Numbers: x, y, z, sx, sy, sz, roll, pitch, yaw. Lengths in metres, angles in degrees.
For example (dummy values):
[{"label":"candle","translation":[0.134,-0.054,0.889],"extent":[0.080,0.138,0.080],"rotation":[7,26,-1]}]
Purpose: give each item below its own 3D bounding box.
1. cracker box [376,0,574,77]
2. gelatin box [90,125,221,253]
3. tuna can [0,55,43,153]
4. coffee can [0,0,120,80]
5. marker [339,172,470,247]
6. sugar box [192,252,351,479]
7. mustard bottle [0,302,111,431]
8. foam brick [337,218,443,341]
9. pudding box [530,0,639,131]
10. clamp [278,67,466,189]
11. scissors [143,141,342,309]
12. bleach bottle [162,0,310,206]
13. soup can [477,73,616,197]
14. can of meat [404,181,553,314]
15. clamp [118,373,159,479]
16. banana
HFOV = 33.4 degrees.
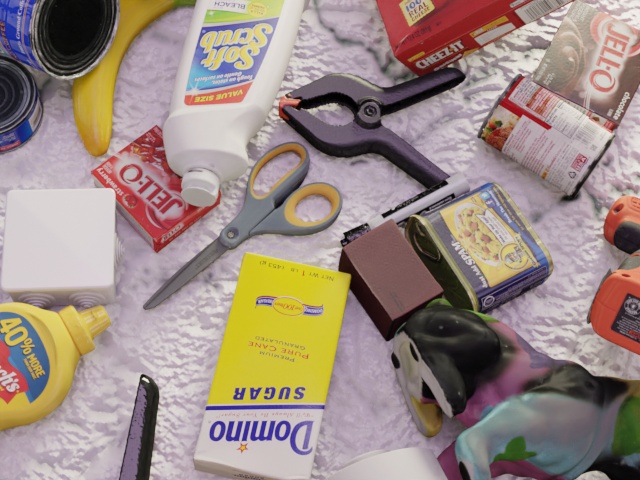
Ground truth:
[{"label":"cracker box","translation":[0.121,-0.282,0.979],"extent":[0.164,0.072,0.214],"rotation":[-25,67,24]},{"label":"gelatin box","translation":[-0.141,-0.045,0.919],"extent":[0.073,0.030,0.089],"rotation":[-39,74,-19]},{"label":"tuna can","translation":[-0.290,-0.121,0.940],"extent":[0.086,0.034,0.086],"rotation":[1,66,-3]},{"label":"coffee can","translation":[-0.260,-0.209,0.924],"extent":[0.140,0.103,0.102],"rotation":[25,66,26]},{"label":"marker","translation":[0.072,-0.023,0.919],"extent":[0.121,0.020,0.020],"rotation":[-27,70,-3]},{"label":"sugar box","translation":[-0.037,0.104,0.853],"extent":[0.093,0.048,0.176],"rotation":[11,65,1]},{"label":"mustard bottle","translation":[-0.252,0.103,0.831],"extent":[0.191,0.058,0.096],"rotation":[-28,74,-16]},{"label":"foam brick","translation":[0.057,0.033,0.887],"extent":[0.053,0.051,0.078],"rotation":[-29,71,-14]},{"label":"pudding box","translation":[0.252,-0.159,0.991],"extent":[0.090,0.039,0.113],"rotation":[28,67,8]},{"label":"clamp","translation":[0.051,-0.117,0.959],"extent":[0.171,0.039,0.120],"rotation":[17,67,0]},{"label":"scissors","translation":[-0.056,0.001,0.913],"extent":[0.096,0.016,0.201],"rotation":[30,68,9]},{"label":"bleach bottle","translation":[-0.074,-0.140,0.930],"extent":[0.102,0.068,0.250],"rotation":[9,59,0]},{"label":"soup can","translation":[0.200,-0.092,0.943],"extent":[0.102,0.068,0.068],"rotation":[34,68,10]},{"label":"can of meat","translation":[0.134,0.009,0.900],"extent":[0.083,0.057,0.102],"rotation":[-26,70,-16]},{"label":"clamp","translation":[-0.168,0.221,0.796],"extent":[0.164,0.036,0.210],"rotation":[-20,72,-13]},{"label":"banana","translation":[-0.182,-0.168,0.966],"extent":[0.069,0.037,0.197],"rotation":[22,67,8]}]
